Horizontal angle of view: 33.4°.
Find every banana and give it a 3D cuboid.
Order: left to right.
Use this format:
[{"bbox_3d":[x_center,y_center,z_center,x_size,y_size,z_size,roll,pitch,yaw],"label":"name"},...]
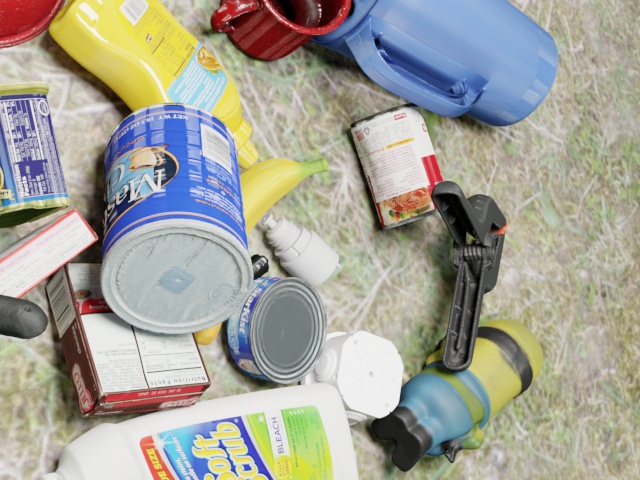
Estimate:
[{"bbox_3d":[-0.068,-0.003,0.852,0.037,0.070,0.197,55,54,-37],"label":"banana"}]

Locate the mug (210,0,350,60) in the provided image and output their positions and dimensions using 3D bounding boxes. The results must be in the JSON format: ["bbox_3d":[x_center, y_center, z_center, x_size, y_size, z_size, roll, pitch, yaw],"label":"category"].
[{"bbox_3d":[-0.042,-0.201,0.908,0.117,0.082,0.093,-28,93,-33],"label":"mug"}]

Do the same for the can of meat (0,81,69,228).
[{"bbox_3d":[-0.218,-0.054,0.729,0.057,0.102,0.084,-11,88,-39],"label":"can of meat"}]

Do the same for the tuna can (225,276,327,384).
[{"bbox_3d":[-0.035,0.072,0.867,0.085,0.034,0.086,-2,93,-45],"label":"tuna can"}]

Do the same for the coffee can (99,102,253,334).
[{"bbox_3d":[-0.105,-0.018,0.767,0.102,0.103,0.140,27,32,-30],"label":"coffee can"}]

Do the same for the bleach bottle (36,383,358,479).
[{"bbox_3d":[-0.092,0.173,0.793,0.250,0.068,0.102,-7,82,-36],"label":"bleach bottle"}]

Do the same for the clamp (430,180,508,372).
[{"bbox_3d":[0.137,0.002,0.967,0.209,0.036,0.164,-47,134,-61],"label":"clamp"}]

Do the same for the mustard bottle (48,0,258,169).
[{"bbox_3d":[-0.119,-0.128,0.847,0.191,0.058,0.096,45,37,-21],"label":"mustard bottle"}]

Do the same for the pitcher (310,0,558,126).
[{"bbox_3d":[0.110,-0.189,0.997,0.242,0.145,0.149,23,92,-35],"label":"pitcher"}]

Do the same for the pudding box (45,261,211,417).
[{"bbox_3d":[-0.139,0.069,0.773,0.089,0.039,0.113,1,56,-38],"label":"pudding box"}]

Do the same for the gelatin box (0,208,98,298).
[{"bbox_3d":[-0.207,0.019,0.735,0.089,0.073,0.030,-42,105,-36],"label":"gelatin box"}]

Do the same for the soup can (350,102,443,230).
[{"bbox_3d":[0.073,-0.067,0.975,0.068,0.069,0.102,-18,90,-39],"label":"soup can"}]
